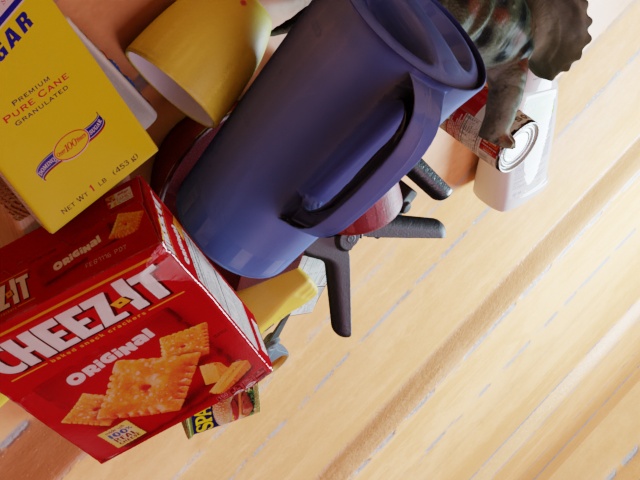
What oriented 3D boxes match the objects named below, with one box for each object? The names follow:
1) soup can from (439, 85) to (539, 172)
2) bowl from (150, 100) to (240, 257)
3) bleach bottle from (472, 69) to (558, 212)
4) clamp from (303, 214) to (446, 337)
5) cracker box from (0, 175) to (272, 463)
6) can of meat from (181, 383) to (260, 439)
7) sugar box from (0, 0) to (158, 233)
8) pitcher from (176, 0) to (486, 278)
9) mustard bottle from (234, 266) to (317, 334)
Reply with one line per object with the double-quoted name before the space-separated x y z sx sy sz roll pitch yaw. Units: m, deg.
"soup can" 0.181 -0.129 1.174 0.068 0.102 0.068 -33 147 -25
"bowl" -0.092 -0.063 0.927 0.161 0.055 0.162 -34 148 -25
"bleach bottle" 0.245 -0.152 1.273 0.102 0.068 0.251 -33 146 -29
"clamp" 0.033 -0.013 1.100 0.164 0.036 0.210 -41 127 -6
"cracker box" -0.148 0.069 0.785 0.164 0.072 0.213 -28 144 3
"can of meat" -0.113 0.157 1.138 0.083 0.057 0.102 -17 142 -14
"sugar box" -0.191 -0.101 0.673 0.093 0.048 0.176 -41 120 -14
"pitcher" -0.002 -0.074 0.788 0.243 0.145 0.149 -47 172 32
"mustard bottle" -0.092 0.087 1.036 0.191 0.058 0.096 -39 178 -3
